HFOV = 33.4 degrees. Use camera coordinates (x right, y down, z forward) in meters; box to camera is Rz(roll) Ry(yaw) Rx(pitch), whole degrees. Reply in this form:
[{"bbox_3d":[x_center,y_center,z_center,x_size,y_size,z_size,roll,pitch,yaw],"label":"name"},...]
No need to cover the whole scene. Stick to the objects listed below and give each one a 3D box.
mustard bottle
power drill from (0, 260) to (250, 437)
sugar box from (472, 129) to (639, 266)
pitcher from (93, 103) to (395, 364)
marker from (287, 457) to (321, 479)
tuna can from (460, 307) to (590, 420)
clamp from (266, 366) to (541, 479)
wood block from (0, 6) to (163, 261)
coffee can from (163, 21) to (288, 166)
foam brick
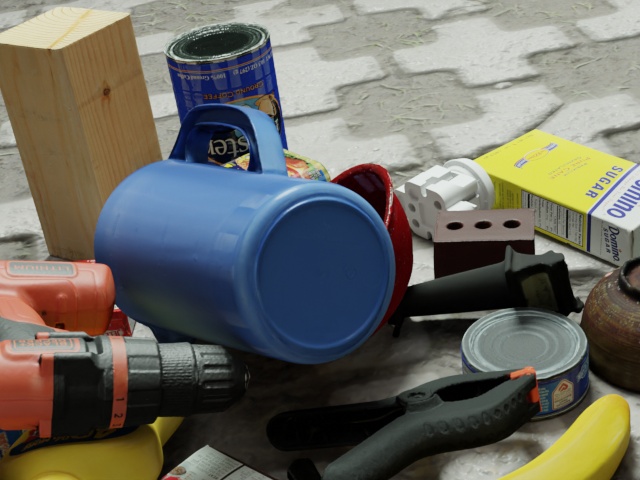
[{"bbox_3d":[-0.141,0.129,0.642,0.096,0.058,0.191,-9,14,5],"label":"mustard bottle"},{"bbox_3d":[-0.151,0.062,0.660,0.184,0.057,0.188,2,12,-20],"label":"power drill"},{"bbox_3d":[0.218,-0.039,0.896,0.093,0.048,0.176,-28,34,-30],"label":"sugar box"},{"bbox_3d":[-0.055,0.001,0.719,0.145,0.149,0.243,-43,22,-19],"label":"pitcher"},{"bbox_3d":[0.010,0.166,0.624,0.020,0.020,0.121,-19,31,-18],"label":"marker"},{"bbox_3d":[0.138,0.082,0.721,0.086,0.034,0.086,-7,30,4],"label":"tuna can"},{"bbox_3d":[0.058,0.113,0.636,0.171,0.039,0.120,-14,17,-8],"label":"clamp"},{"bbox_3d":[-0.203,-0.089,0.935,0.090,0.206,0.090,12,35,31],"label":"wood block"},{"bbox_3d":[-0.088,-0.128,1.037,0.103,0.140,0.103,-7,30,4],"label":"coffee can"},{"bbox_3d":[0.128,0.009,0.831,0.078,0.051,0.053,-2,30,13],"label":"foam brick"}]
